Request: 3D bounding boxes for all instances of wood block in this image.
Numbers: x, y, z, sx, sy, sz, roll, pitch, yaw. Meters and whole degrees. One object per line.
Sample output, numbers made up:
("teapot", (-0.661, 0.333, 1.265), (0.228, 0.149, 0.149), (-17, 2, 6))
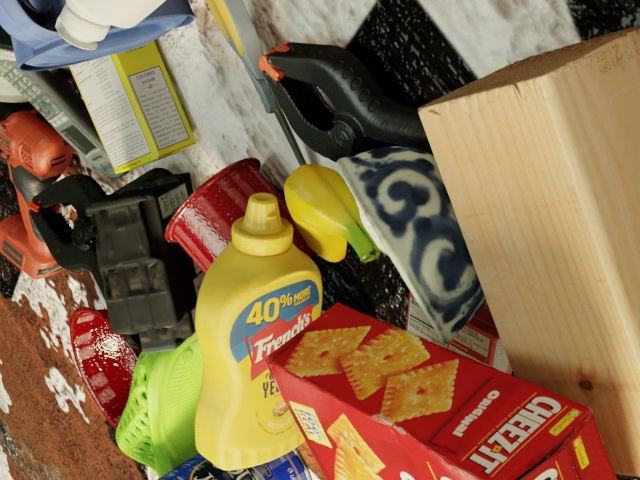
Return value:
("wood block", (0.141, 0.007, 0.548), (0.091, 0.090, 0.206), (-7, 108, 53))

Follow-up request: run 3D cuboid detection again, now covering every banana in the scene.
("banana", (0.001, -0.015, 0.693), (0.198, 0.037, 0.069), (179, 69, -87))

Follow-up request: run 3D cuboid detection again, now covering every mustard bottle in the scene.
("mustard bottle", (-0.041, 0.058, 0.734), (0.058, 0.096, 0.192), (27, 124, 43))

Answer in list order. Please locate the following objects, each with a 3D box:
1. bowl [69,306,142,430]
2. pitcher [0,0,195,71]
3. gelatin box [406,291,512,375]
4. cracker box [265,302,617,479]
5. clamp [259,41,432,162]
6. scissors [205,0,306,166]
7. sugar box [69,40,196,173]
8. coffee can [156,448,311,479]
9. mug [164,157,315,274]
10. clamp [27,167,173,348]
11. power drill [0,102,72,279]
("bowl", (-0.194, 0.132, 1.108), (0.162, 0.055, 0.162), (32, 136, 37))
("pitcher", (-0.191, -0.248, 0.751), (0.149, 0.144, 0.243), (0, 109, 71))
("gelatin box", (0.092, 0.080, 0.712), (0.073, 0.030, 0.089), (28, 126, 40))
("cracker box", (0.075, 0.140, 0.601), (0.214, 0.072, 0.164), (20, 142, 56))
("clamp", (0.027, -0.063, 0.694), (0.172, 0.039, 0.120), (39, 135, 26))
("scissors", (-0.044, -0.115, 0.764), (0.096, 0.016, 0.201), (54, 169, 55))
("sugar box", (-0.171, -0.148, 0.891), (0.094, 0.048, 0.176), (-10, 101, 55))
("coffee can", (-0.091, 0.241, 0.974), (0.103, 0.140, 0.103), (32, 136, 37))
("mug", (-0.055, 0.001, 0.815), (0.081, 0.093, 0.117), (48, 173, 11))
("clamp", (-0.205, -0.016, 0.992), (0.210, 0.036, 0.165), (31, 113, 40))
("power drill", (-0.326, -0.065, 1.141), (0.185, 0.057, 0.188), (34, 137, 35))
